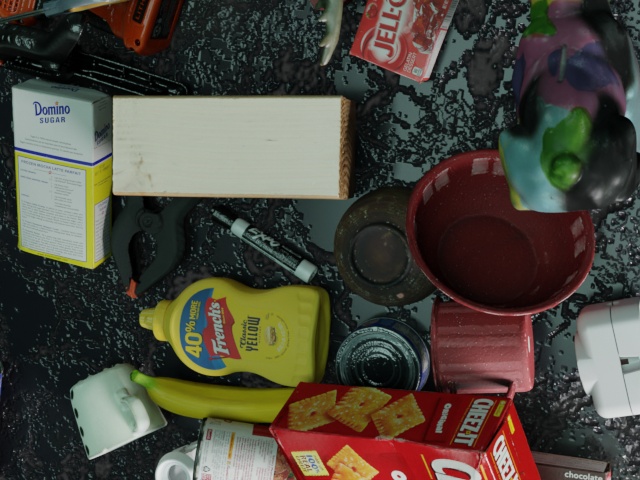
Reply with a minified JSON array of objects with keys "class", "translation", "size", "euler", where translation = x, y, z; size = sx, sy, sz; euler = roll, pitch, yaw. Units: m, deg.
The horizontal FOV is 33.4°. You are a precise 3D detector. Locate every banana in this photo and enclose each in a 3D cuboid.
[{"class":"banana","translation":[-0.087,0.159,1.052],"size":[0.198,0.069,0.037],"euler":[4,73,10]}]

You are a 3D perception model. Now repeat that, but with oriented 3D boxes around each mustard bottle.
[{"class":"mustard bottle","translation":[-0.088,0.085,1.041],"size":[0.192,0.058,0.096],"euler":[5,94,20]}]

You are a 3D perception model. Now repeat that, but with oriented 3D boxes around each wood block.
[{"class":"wood block","translation":[-0.076,-0.084,0.971],"size":[0.206,0.090,0.091],"euler":[1,93,11]}]

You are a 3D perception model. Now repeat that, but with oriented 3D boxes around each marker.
[{"class":"marker","translation":[-0.057,0.001,1.037],"size":[0.121,0.020,0.020],"euler":[33,108,12]}]

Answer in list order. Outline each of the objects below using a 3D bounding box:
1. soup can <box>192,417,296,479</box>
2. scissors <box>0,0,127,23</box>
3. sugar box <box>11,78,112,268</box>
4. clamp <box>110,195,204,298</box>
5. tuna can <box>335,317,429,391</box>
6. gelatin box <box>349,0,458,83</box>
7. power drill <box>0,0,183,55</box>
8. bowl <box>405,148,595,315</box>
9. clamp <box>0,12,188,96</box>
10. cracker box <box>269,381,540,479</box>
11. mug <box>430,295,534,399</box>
[{"class":"soup can","translation":[-0.069,0.212,1.036],"size":[0.102,0.068,0.068],"euler":[9,103,-1]},{"class":"scissors","translation":[-0.226,-0.220,0.991],"size":[0.202,0.096,0.016],"euler":[7,112,54]},{"class":"sugar box","translation":[-0.256,-0.067,1.067],"size":[0.093,0.048,0.176],"euler":[13,113,16]},{"class":"clamp","translation":[-0.173,-0.030,1.062],"size":[0.120,0.039,0.171],"euler":[29,103,16]},{"class":"tuna can","translation":[0.058,0.118,1.008],"size":[0.086,0.033,0.086],"euler":[4,101,19]},{"class":"gelatin box","translation":[0.075,-0.194,0.949],"size":[0.073,0.030,0.089],"euler":[25,107,14]},{"class":"power drill","translation":[-0.217,-0.273,1.027],"size":[0.188,0.057,0.184],"euler":[26,111,17]},{"class":"bowl","translation":[0.149,0.002,0.918],"size":[0.162,0.055,0.162],"euler":[2,61,-3]},{"class":"clamp","translation":[-0.239,-0.173,1.033],"size":[0.210,0.164,0.036],"euler":[9,76,39]},{"class":"cracker box","translation":[0.081,0.210,0.937],"size":[0.214,0.072,0.164],"euler":[0,127,36]},{"class":"mug","translation":[0.143,0.102,0.936],"size":[0.081,0.117,0.093],"euler":[-3,136,15]}]
